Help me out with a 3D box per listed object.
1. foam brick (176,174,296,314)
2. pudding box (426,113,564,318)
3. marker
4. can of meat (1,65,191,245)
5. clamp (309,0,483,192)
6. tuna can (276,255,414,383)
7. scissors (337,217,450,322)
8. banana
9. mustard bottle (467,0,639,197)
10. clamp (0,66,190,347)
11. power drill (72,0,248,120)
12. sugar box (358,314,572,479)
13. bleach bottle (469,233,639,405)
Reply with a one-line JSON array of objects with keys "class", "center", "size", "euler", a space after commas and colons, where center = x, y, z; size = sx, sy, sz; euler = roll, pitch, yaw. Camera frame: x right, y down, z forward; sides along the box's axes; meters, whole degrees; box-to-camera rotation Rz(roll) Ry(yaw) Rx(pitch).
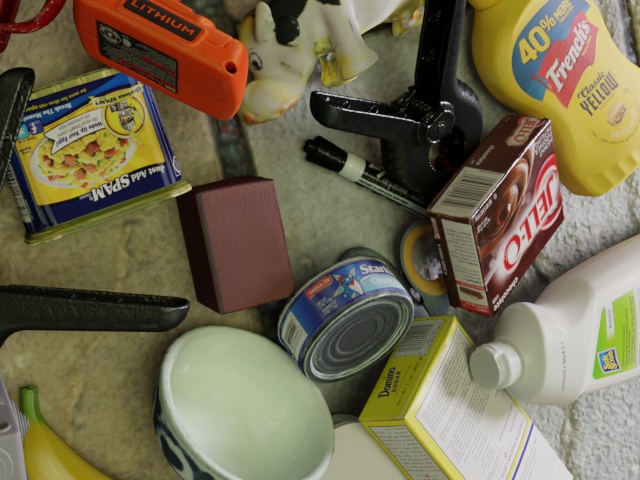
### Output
[{"class": "foam brick", "center": [-0.054, 0.001, 0.674], "size": [0.051, 0.053, 0.078], "euler": [-15, 102, -21]}, {"class": "pudding box", "center": [0.121, -0.018, 0.720], "size": [0.113, 0.039, 0.090], "euler": [-46, 135, -31]}, {"class": "marker", "center": [0.041, -0.040, 0.728], "size": [0.121, 0.020, 0.020], "euler": [25, 85, -22]}, {"class": "can of meat", "center": [-0.139, -0.053, 0.632], "size": [0.102, 0.058, 0.084], "euler": [-22, 101, -19]}, {"class": "clamp", "center": [0.069, -0.090, 0.678], "size": [0.120, 0.039, 0.171], "euler": [-45, 147, 5]}, {"class": "tuna can", "center": [0.017, 0.052, 0.684], "size": [0.086, 0.034, 0.086], "euler": [-24, 145, -19]}, {"class": "scissors", "center": [0.094, 0.065, 0.756], "size": [0.096, 0.016, 0.201], "euler": [-46, 111, 0]}, {"class": "banana", "center": [-0.111, 0.162, 0.674], "size": [0.197, 0.037, 0.069], "euler": [29, 85, -22]}, {"class": "mustard bottle", "center": [0.162, -0.127, 0.748], "size": [0.096, 0.058, 0.191], "euler": [-47, 110, -9]}, {"class": "clamp", "center": [-0.188, 0.031, 0.590], "size": [0.210, 0.036, 0.164], "euler": [-40, 93, 7]}, {"class": "power drill", "center": [-0.039, -0.162, 0.612], "size": [0.184, 0.057, 0.187], "euler": [25, 65, 6]}, {"class": "sugar box", "center": [0.104, 0.143, 0.728], "size": [0.176, 0.048, 0.093], "euler": [55, 48, -27]}, {"class": "bleach bottle", "center": [0.205, 0.049, 0.752], "size": [0.250, 0.068, 0.102], "euler": [-14, 102, -33]}]
